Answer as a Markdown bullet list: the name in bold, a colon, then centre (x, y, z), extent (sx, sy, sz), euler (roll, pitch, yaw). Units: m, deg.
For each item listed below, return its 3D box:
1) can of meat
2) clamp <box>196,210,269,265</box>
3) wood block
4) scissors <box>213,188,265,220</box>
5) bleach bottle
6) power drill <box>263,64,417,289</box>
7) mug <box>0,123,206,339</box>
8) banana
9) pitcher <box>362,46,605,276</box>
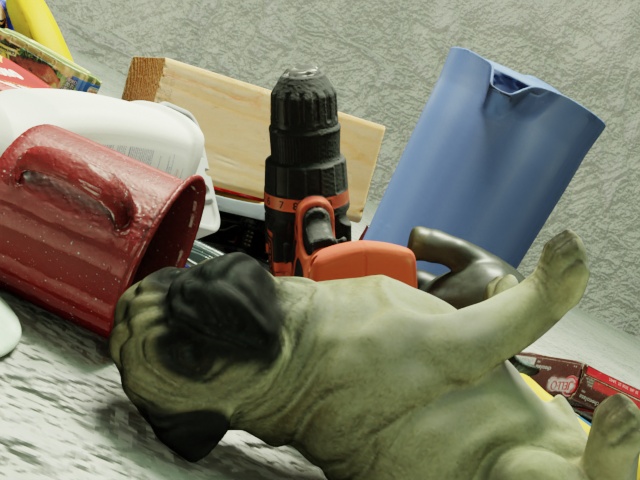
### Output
- **can of meat**: centre (-0.244, -0.121, 0.899), extent (0.102, 0.084, 0.057), euler (30, 7, 15)
- **clamp**: centre (-0.056, 0.001, 0.917), extent (0.120, 0.039, 0.171), euler (26, 6, -1)
- **wood block**: centre (-0.063, -0.084, 0.907), extent (0.205, 0.090, 0.091), euler (14, 2, -29)
- **scissors**: centre (-0.138, -0.046, 0.893), extent (0.202, 0.016, 0.096), euler (14, 3, 7)
- **bleach bottle**: centre (-0.150, -0.045, 0.593), extent (0.068, 0.102, 0.250), euler (24, 4, 15)
- **power drill**: centre (0.005, 0.007, 0.592), extent (0.057, 0.184, 0.188), euler (-6, 21, -8)
- **mug**: centre (-0.110, -0.008, 0.492), extent (0.081, 0.093, 0.117), euler (24, -20, 6)
- **banana**: centre (-0.240, -0.158, 0.962), extent (0.069, 0.037, 0.198), euler (73, -8, -80)
- **pitcher**: centre (0.111, -0.017, 0.844), extent (0.149, 0.243, 0.145), euler (24, 7, -30)
